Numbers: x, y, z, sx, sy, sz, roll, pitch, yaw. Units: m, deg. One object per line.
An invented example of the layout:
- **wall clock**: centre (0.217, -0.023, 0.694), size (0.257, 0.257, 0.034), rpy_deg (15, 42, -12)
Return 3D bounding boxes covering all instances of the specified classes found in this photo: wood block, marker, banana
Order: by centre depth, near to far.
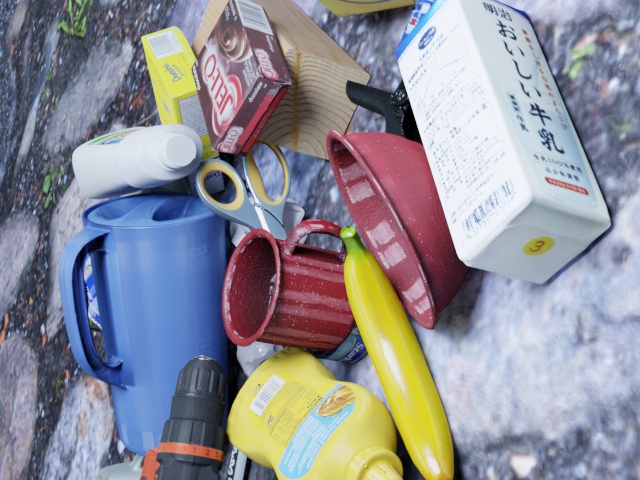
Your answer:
- **banana**: centre (0.054, 0.087, 0.783), size (0.037, 0.069, 0.198), rpy_deg (-26, 74, 14)
- **marker**: centre (-0.075, 0.205, 1.011), size (0.020, 0.020, 0.121), rpy_deg (7, 86, 60)
- **wood block**: centre (-0.046, -0.170, 1.027), size (0.091, 0.090, 0.206), rpy_deg (-64, 32, 21)

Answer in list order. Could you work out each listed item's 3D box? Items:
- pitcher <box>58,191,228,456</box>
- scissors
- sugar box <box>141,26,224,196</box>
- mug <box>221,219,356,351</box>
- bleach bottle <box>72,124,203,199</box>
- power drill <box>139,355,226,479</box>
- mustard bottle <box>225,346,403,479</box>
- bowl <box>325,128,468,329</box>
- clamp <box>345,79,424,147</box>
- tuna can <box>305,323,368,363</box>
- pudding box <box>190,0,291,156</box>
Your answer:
- **pitcher**: centre (-0.157, 0.081, 1.016), size (0.145, 0.149, 0.243), rpy_deg (-102, 10, -74)
- **scissors**: centre (-0.056, 0.001, 0.950), size (0.016, 0.096, 0.202), rpy_deg (123, 140, -69)
- **sugar box**: centre (-0.143, -0.130, 1.121), size (0.176, 0.048, 0.093), rpy_deg (91, 155, -56)
- **mug**: centre (-0.016, 0.033, 0.839), size (0.117, 0.081, 0.093), rpy_deg (-63, 33, 24)
- **bleach bottle**: centre (-0.167, -0.081, 1.041), size (0.251, 0.102, 0.068), rpy_deg (1, 109, 65)
- **power drill**: centre (-0.121, 0.201, 0.901), size (0.188, 0.057, 0.184), rpy_deg (124, 156, -69)
- **mustard bottle**: centre (0.004, 0.149, 0.800), size (0.096, 0.058, 0.192), rpy_deg (-52, 31, -9)
- **bowl**: centre (0.064, -0.018, 0.772), size (0.162, 0.055, 0.162), rpy_deg (61, 173, 13)
- **clamp**: centre (0.070, -0.109, 0.858), size (0.120, 0.039, 0.171), rpy_deg (-48, 38, 42)
- **tuna can**: centre (0.015, 0.059, 0.895), size (0.086, 0.033, 0.086), rpy_deg (-29, 55, 53)
- **pudding box**: centre (-0.071, -0.143, 0.931), size (0.090, 0.039, 0.113), rpy_deg (-53, 38, 35)
